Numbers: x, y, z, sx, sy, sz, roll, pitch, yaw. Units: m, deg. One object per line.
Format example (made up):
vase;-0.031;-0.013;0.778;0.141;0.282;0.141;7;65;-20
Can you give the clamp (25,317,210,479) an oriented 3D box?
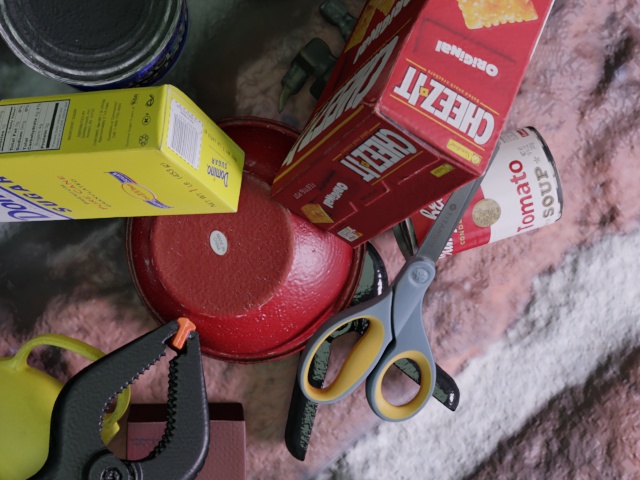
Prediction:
clamp;-0.133;0.137;0.616;0.164;0.036;0.210;22;77;-14

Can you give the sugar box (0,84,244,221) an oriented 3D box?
sugar box;-0.144;-0.046;0.620;0.176;0.093;0.048;-4;68;22

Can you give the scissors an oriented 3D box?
scissors;0.070;0.037;0.666;0.096;0.016;0.202;41;101;-17

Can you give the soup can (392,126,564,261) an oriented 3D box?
soup can;0.097;-0.029;0.693;0.102;0.068;0.068;-17;97;-4

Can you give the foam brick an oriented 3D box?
foam brick;-0.088;0.137;0.699;0.078;0.051;0.053;1;94;-6

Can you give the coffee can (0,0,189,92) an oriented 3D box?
coffee can;-0.129;-0.138;0.625;0.102;0.140;0.103;0;95;-6

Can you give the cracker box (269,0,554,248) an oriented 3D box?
cracker box;0.062;-0.117;0.598;0.072;0.164;0.213;30;69;-11

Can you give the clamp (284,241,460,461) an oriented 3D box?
clamp;0.023;0.054;0.708;0.120;0.039;0.171;-10;96;-6

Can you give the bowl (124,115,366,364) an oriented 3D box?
bowl;-0.054;0.001;0.668;0.162;0.055;0.162;0;92;10
